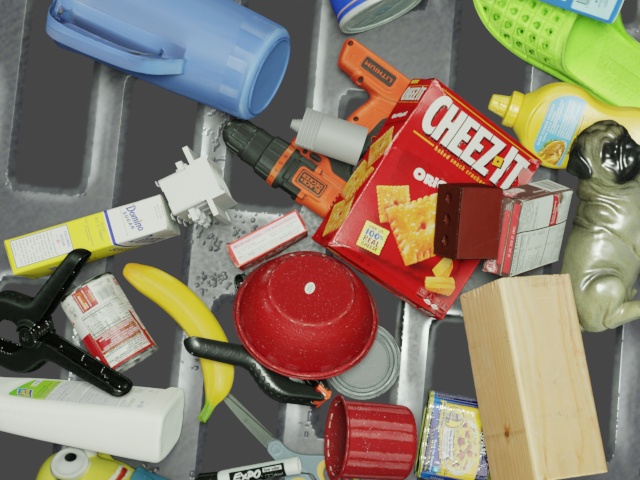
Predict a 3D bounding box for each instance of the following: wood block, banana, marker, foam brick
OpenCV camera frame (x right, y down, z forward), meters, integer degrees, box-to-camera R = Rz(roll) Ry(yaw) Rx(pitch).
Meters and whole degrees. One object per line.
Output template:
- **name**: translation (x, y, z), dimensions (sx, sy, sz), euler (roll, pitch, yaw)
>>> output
- **wood block**: translation (0.220, 0.146, 1.119), dimensions (0.090, 0.091, 0.206), euler (-3, 77, -23)
- **banana**: translation (-0.147, 0.101, 1.191), dimensions (0.069, 0.037, 0.198), euler (-25, 81, -25)
- **marker**: translation (-0.081, 0.259, 1.183), dimensions (0.121, 0.020, 0.020), euler (-12, 85, 11)
- **foam brick**: translation (0.154, -0.021, 1.114), dimensions (0.051, 0.053, 0.078), euler (1, 97, -19)

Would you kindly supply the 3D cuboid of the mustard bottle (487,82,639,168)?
- **mustard bottle**: translation (0.281, -0.124, 1.200), dimensions (0.191, 0.058, 0.096), euler (20, 111, 3)

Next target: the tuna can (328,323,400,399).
- **tuna can**: translation (0.046, 0.134, 1.195), dimensions (0.086, 0.034, 0.086), euler (0, 85, 0)

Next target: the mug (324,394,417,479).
- **mug**: translation (0.054, 0.229, 1.156), dimensions (0.081, 0.093, 0.117), euler (6, 84, -14)

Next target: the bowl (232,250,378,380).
- **bowl**: translation (-0.013, 0.067, 1.154), dimensions (0.162, 0.055, 0.162), euler (4, 54, -6)

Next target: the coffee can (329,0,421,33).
- **coffee can**: translation (0.044, -0.319, 1.198), dimensions (0.103, 0.103, 0.140), euler (-22, 85, -2)

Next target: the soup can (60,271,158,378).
- **soup can**: translation (-0.235, 0.094, 1.183), dimensions (0.068, 0.068, 0.102), euler (-32, 85, -2)

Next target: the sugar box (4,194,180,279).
- **sugar box**: translation (-0.248, -0.002, 1.179), dimensions (0.176, 0.093, 0.048), euler (-14, 86, -1)

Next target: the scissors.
- **scissors**: translation (-0.029, 0.230, 1.197), dimensions (0.096, 0.016, 0.202), euler (-29, 86, -2)

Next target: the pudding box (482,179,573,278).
- **pudding box**: translation (0.225, -0.013, 1.158), dimensions (0.039, 0.113, 0.090), euler (23, 114, 38)

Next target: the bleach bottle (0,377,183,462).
- **bleach bottle**: translation (-0.284, 0.185, 1.170), dimensions (0.251, 0.102, 0.068), euler (8, 100, 7)

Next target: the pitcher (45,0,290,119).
- **pitcher**: translation (-0.164, -0.221, 1.151), dimensions (0.243, 0.145, 0.149), euler (26, 78, 11)

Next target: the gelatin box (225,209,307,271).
- **gelatin box**: translation (-0.058, 0.002, 1.187), dimensions (0.089, 0.073, 0.030), euler (-29, 86, -2)

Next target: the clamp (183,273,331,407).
- **clamp**: translation (-0.057, 0.116, 1.186), dimensions (0.171, 0.039, 0.120), euler (34, 58, -10)

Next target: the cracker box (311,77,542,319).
- **cracker box**: translation (0.118, -0.044, 1.166), dimensions (0.164, 0.072, 0.213), euler (34, 86, -19)

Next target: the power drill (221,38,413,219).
- **power drill**: translation (0.006, -0.132, 1.207), dimensions (0.184, 0.057, 0.187), euler (35, 89, -1)

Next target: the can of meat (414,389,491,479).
- **can of meat**: translation (0.153, 0.220, 1.177), dimensions (0.084, 0.057, 0.102), euler (10, 85, 3)

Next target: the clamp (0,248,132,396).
- **clamp**: translation (-0.300, 0.106, 1.157), dimensions (0.210, 0.036, 0.164), euler (-15, 100, 30)
